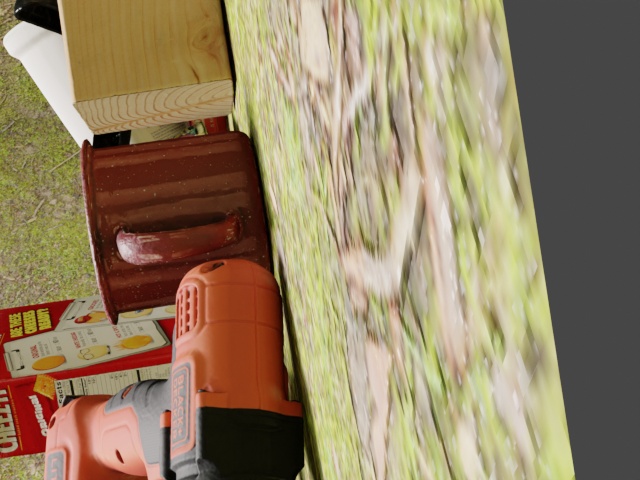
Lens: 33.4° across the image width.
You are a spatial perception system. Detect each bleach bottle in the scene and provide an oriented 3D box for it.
[{"bbox_3d":[-0.132,-0.063,0.810,0.251,0.068,0.102,60,-153,-7],"label":"bleach bottle"}]

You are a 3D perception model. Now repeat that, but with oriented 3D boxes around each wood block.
[{"bbox_3d":[-0.111,-0.178,0.634,0.090,0.090,0.206,126,134,-83],"label":"wood block"}]

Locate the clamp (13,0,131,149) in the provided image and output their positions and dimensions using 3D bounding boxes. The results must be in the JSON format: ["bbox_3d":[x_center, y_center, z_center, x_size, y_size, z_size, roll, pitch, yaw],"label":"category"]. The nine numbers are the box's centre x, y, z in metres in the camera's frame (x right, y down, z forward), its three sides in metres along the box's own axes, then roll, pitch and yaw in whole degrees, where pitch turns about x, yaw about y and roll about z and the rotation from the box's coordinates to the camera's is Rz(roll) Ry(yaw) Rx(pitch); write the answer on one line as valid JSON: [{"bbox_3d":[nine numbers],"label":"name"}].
[{"bbox_3d":[-0.140,-0.125,0.736,0.171,0.039,0.120,-50,-53,-63],"label":"clamp"}]

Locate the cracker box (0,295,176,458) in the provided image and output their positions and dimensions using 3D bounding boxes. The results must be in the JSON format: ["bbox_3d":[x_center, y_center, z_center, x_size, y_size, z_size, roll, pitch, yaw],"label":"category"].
[{"bbox_3d":[-0.155,0.096,0.838,0.164,0.213,0.072,-118,20,-72],"label":"cracker box"}]

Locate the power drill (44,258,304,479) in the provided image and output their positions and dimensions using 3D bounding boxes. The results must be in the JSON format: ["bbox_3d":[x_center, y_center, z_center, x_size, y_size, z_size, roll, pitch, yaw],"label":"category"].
[{"bbox_3d":[-0.071,0.120,0.488,0.188,0.057,0.184,-33,51,49],"label":"power drill"}]

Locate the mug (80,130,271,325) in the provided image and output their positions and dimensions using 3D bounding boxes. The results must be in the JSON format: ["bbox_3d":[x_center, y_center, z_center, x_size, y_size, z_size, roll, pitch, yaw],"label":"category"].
[{"bbox_3d":[-0.069,-0.008,0.519,0.117,0.081,0.093,-134,36,-80],"label":"mug"}]
